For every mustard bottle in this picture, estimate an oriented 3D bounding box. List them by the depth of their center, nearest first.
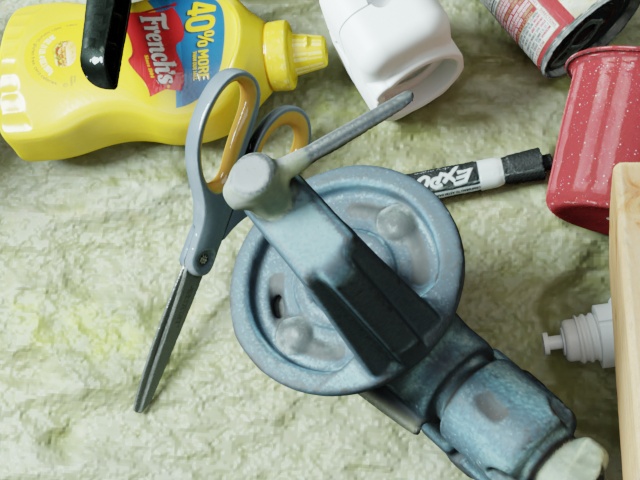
[{"bbox_3d":[-0.091,-0.102,0.633,0.192,0.058,0.096,-5,64,8],"label":"mustard bottle"}]

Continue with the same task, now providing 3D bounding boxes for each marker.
[{"bbox_3d":[0.072,-0.033,0.608,0.121,0.020,0.020,-11,74,7],"label":"marker"}]

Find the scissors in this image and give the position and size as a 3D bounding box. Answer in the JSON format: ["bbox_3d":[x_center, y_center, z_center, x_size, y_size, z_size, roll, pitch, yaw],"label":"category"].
[{"bbox_3d":[-0.054,0.001,0.614,0.016,0.096,0.202,26,112,40],"label":"scissors"}]

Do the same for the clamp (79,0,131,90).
[{"bbox_3d":[-0.117,-0.167,0.631,0.210,0.036,0.164,34,58,32],"label":"clamp"}]

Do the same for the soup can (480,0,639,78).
[{"bbox_3d":[0.122,-0.152,0.605,0.068,0.068,0.102,-36,73,-1],"label":"soup can"}]
